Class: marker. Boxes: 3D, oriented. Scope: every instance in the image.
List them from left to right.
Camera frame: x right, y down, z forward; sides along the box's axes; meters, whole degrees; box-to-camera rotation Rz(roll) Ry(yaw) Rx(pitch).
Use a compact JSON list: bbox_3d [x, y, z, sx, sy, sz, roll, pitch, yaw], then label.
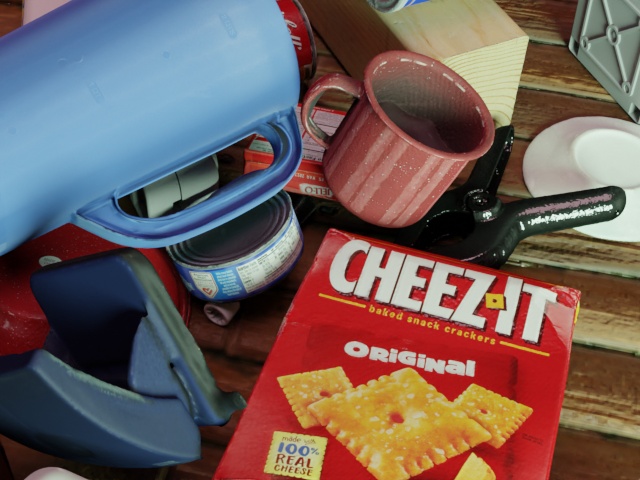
[{"bbox_3d":[-0.038,0.010,0.720,0.020,0.020,0.121,24,52,18],"label":"marker"}]

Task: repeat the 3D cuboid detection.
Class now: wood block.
[{"bbox_3d":[0.064,-0.174,0.841,0.090,0.091,0.206,-18,52,-18],"label":"wood block"}]

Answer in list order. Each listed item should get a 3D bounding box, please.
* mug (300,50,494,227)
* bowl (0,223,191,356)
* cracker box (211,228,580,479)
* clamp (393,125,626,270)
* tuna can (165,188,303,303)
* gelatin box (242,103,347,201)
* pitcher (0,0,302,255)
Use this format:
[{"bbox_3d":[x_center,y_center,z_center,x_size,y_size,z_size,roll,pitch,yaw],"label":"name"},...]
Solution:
[{"bbox_3d":[0.042,-0.067,0.691,0.117,0.082,0.093,23,45,-12],"label":"mug"},{"bbox_3d":[-0.164,0.030,0.673,0.162,0.055,0.162,1,48,-1],"label":"bowl"},{"bbox_3d":[0.049,0.097,0.598,0.164,0.072,0.213,15,43,10],"label":"cracker box"},{"bbox_3d":[0.110,-0.022,0.741,0.171,0.039,0.120,-24,38,-17],"label":"clamp"},{"bbox_3d":[-0.055,0.001,0.691,0.086,0.033,0.086,-13,36,10],"label":"tuna can"},{"bbox_3d":[-0.010,-0.065,0.770,0.073,0.030,0.089,11,34,8],"label":"gelatin box"},{"bbox_3d":[-0.136,-0.074,0.654,0.242,0.145,0.149,-32,43,-23],"label":"pitcher"}]
